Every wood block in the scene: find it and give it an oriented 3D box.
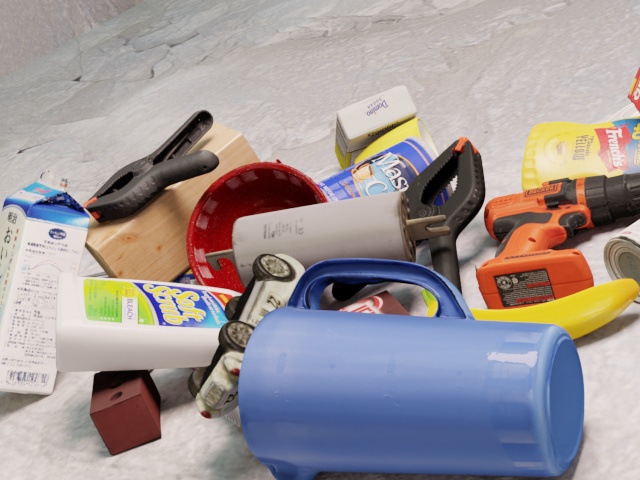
[{"bbox_3d":[-0.162,-0.033,1.208,0.206,0.090,0.091,-41,30,-13],"label":"wood block"}]

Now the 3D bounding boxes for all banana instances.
[{"bbox_3d":[0.173,0.065,0.924,0.198,0.037,0.069,-3,59,26],"label":"banana"}]

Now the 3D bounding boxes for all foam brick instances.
[{"bbox_3d":[-0.185,0.157,1.018,0.053,0.051,0.078,-21,23,-1],"label":"foam brick"}]

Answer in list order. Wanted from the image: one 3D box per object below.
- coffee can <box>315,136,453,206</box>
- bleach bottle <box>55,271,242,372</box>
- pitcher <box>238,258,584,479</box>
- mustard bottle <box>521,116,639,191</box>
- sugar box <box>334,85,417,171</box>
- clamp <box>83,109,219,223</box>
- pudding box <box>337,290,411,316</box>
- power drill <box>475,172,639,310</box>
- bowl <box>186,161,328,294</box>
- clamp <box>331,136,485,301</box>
[{"bbox_3d":[0.063,-0.041,1.180,0.140,0.103,0.103,-27,24,-13],"label":"coffee can"},{"bbox_3d":[-0.128,0.079,1.037,0.250,0.068,0.102,0,35,-12],"label":"bleach bottle"},{"bbox_3d":[0.070,0.106,0.813,0.243,0.149,0.144,-2,29,29],"label":"pitcher"},{"bbox_3d":[0.311,-0.084,1.112,0.192,0.058,0.096,-1,54,30],"label":"mustard bottle"},{"bbox_3d":[0.067,-0.138,1.353,0.093,0.048,0.176,-22,-12,-5],"label":"sugar box"},{"bbox_3d":[-0.177,-0.069,1.144,0.171,0.039,0.120,-38,24,3],"label":"clamp"},{"bbox_3d":[0.043,0.094,0.984,0.090,0.039,0.113,-24,24,-8],"label":"pudding box"},{"bbox_3d":[0.233,-0.003,1.020,0.185,0.057,0.187,-13,21,27],"label":"power drill"},{"bbox_3d":[-0.057,0.001,1.129,0.162,0.162,0.055,-16,-16,10],"label":"bowl"},{"bbox_3d":[0.117,-0.012,1.077,0.165,0.036,0.210,16,68,49],"label":"clamp"}]
